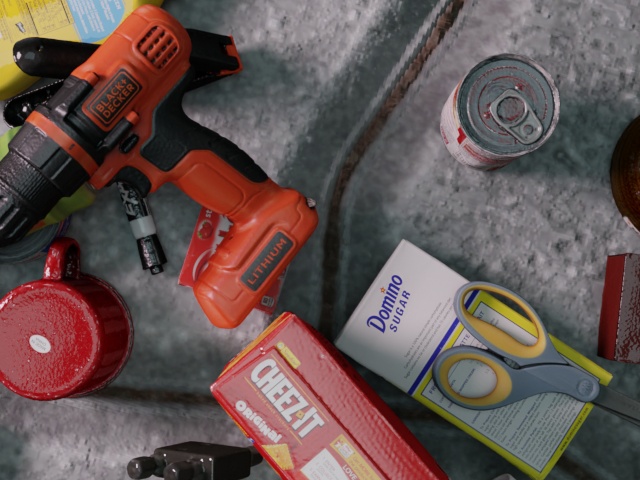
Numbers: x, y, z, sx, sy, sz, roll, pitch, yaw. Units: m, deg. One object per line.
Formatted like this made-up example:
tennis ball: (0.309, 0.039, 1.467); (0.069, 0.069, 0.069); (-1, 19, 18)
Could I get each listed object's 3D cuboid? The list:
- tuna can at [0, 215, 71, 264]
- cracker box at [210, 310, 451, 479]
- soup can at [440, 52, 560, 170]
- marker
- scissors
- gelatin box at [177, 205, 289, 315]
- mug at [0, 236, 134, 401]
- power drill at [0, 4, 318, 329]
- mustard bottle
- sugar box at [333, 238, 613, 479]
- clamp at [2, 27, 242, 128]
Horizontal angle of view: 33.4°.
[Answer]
tuna can: (-0.224, -0.025, 0.772); (0.086, 0.034, 0.086); (0, 88, 0)
cracker box: (0.012, 0.124, 0.677); (0.072, 0.214, 0.164); (-41, 89, -3)
soup can: (0.121, -0.086, 0.738); (0.068, 0.102, 0.068); (0, 88, 0)
marker: (-0.137, -0.033, 0.779); (0.020, 0.020, 0.121); (-18, 89, -1)
scissors: (0.161, 0.110, 0.728); (0.202, 0.016, 0.096); (41, 86, 3)
gelatin box: (-0.055, 0.001, 0.772); (0.073, 0.030, 0.089); (18, 88, 0)
mug: (-0.182, 0.056, 0.745); (0.093, 0.081, 0.117); (6, 88, 0)
power drill: (-0.106, -0.027, 0.686); (0.187, 0.057, 0.184); (44, 80, -26)
mustard bottle: (-0.177, -0.172, 0.764); (0.191, 0.058, 0.096); (-20, 86, 0)
sugar box: (0.106, 0.085, 0.762); (0.176, 0.048, 0.093); (34, 87, 4)
clamp: (-0.142, -0.114, 0.749); (0.171, 0.120, 0.039); (-9, 84, -30)
